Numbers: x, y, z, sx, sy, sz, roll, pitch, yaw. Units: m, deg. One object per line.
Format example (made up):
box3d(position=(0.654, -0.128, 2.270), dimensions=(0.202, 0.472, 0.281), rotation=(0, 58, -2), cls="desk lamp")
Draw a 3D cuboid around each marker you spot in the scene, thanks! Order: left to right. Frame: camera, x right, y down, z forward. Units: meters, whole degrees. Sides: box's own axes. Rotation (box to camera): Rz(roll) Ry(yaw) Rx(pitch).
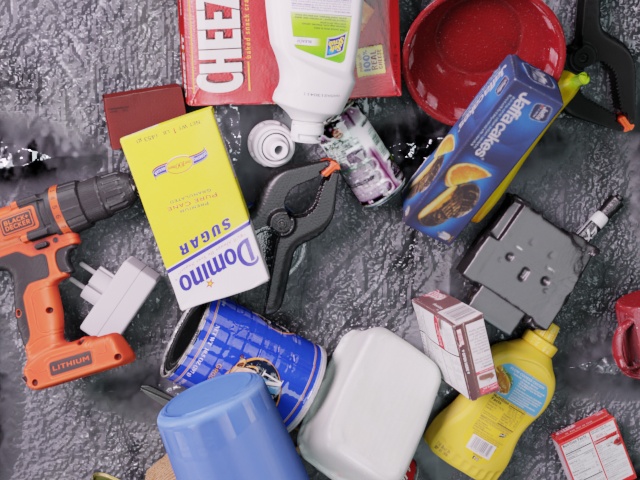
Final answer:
box3d(position=(0.293, -0.004, 1.187), dimensions=(0.020, 0.020, 0.121), rotation=(42, 91, -17), cls="marker")

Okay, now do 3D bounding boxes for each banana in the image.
box3d(position=(0.211, -0.107, 1.119), dimensions=(0.037, 0.069, 0.198), rotation=(34, 117, 1), cls="banana")

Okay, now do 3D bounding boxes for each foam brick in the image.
box3d(position=(-0.172, -0.123, 1.050), dimensions=(0.078, 0.051, 0.053), rotation=(-9, 103, -10), cls="foam brick")

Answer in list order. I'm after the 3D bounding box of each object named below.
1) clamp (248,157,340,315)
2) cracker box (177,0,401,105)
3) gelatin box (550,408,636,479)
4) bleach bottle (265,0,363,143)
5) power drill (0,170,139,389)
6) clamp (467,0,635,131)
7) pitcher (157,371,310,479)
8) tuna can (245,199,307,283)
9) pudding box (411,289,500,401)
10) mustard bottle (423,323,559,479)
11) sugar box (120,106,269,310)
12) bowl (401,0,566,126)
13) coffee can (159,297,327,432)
box3d(position=(-0.051, -0.021, 1.068), dimensions=(0.120, 0.039, 0.171), rotation=(32, 95, -19), cls="clamp")
box3d(position=(-0.030, -0.219, 1.046), dimensions=(0.213, 0.072, 0.164), rotation=(-4, 103, -10), cls="cracker box")
box3d(position=(0.318, 0.251, 1.245), dimensions=(0.073, 0.030, 0.089), rotation=(-25, 106, -4), cls="gelatin box")
box3d(position=(-0.012, -0.216, 0.981), dimensions=(0.102, 0.068, 0.251), rotation=(2, 103, -10), cls="bleach bottle")
box3d(position=(-0.242, 0.039, 1.036), dimensions=(0.184, 0.057, 0.188), rotation=(-19, 83, 6), cls="power drill")
box3d(position=(0.276, -0.206, 1.126), dimensions=(0.165, 0.036, 0.210), rotation=(-44, 108, 10), cls="clamp")
box3d(position=(-0.073, 0.256, 1.016), dimensions=(0.149, 0.145, 0.243), rotation=(-25, 101, -23), cls="pitcher")
box3d(position=(-0.057, 0.001, 1.110), dimensions=(0.086, 0.034, 0.086), rotation=(-2, 103, -11), cls="tuna can")
box3d(position=(0.142, 0.109, 1.134), dimensions=(0.039, 0.114, 0.090), rotation=(-19, 106, -12), cls="pudding box")
box3d(position=(0.205, 0.171, 1.188), dimensions=(0.096, 0.058, 0.192), rotation=(33, 95, -16), cls="mustard bottle")
box3d(position=(-0.118, -0.030, 1.021), dimensions=(0.093, 0.048, 0.176), rotation=(-19, 100, 0), cls="sugar box")
box3d(position=(0.161, -0.193, 1.072), dimensions=(0.162, 0.055, 0.162), rotation=(1, 127, 2), cls="bowl")
box3d(position=(-0.079, 0.125, 1.097), dimensions=(0.140, 0.103, 0.103), rotation=(29, 95, -16), cls="coffee can")
